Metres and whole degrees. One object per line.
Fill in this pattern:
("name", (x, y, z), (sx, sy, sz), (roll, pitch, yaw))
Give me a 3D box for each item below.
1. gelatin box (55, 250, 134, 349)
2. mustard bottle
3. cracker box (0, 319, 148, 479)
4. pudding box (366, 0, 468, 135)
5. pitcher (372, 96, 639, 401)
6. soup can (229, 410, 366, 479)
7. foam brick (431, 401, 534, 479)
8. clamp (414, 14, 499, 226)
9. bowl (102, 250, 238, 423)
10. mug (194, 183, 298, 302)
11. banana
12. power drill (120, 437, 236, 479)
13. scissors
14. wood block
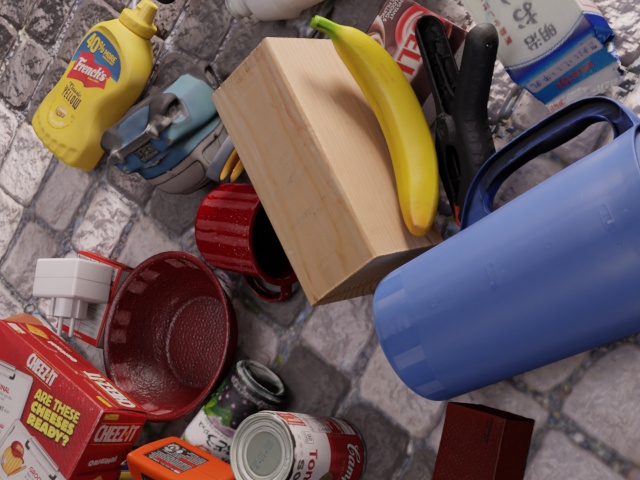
("gelatin box", (-0.232, 0.062, 1.113), (0.073, 0.030, 0.089), (17, 90, 39))
("mustard bottle", (-0.233, -0.176, 1.151), (0.096, 0.058, 0.192), (46, 107, 33))
("cracker box", (-0.270, 0.204, 0.971), (0.164, 0.072, 0.214), (32, 98, 32))
("pudding box", (0.073, -0.147, 0.926), (0.090, 0.039, 0.113), (38, 104, 35))
("pitcher", (0.157, 0.018, 0.774), (0.243, 0.145, 0.149), (-29, 23, 32))
("soup can", (-0.018, 0.177, 0.880), (0.069, 0.102, 0.068), (-10, 74, 35))
("foam brick", (0.122, 0.167, 0.810), (0.053, 0.051, 0.078), (11, 87, 37))
("clamp", (0.109, -0.100, 0.852), (0.120, 0.039, 0.171), (-118, 22, -63))
("bowl", (-0.132, 0.093, 1.014), (0.162, 0.055, 0.162), (-9, 74, 35))
("mug", (-0.056, 0.001, 0.968), (0.082, 0.093, 0.117), (7, 120, 42))
("banana", (0.055, -0.097, 0.867), (0.198, 0.069, 0.037), (63, 146, 10))
("power drill", (-0.109, 0.277, 0.917), (0.185, 0.057, 0.188), (16, 111, 40))
("scissors", (-0.048, -0.129, 1.018), (0.016, 0.096, 0.201), (32, 69, 6))
("wood block", (0.003, -0.060, 0.895), (0.090, 0.090, 0.206), (-39, 70, 39))
